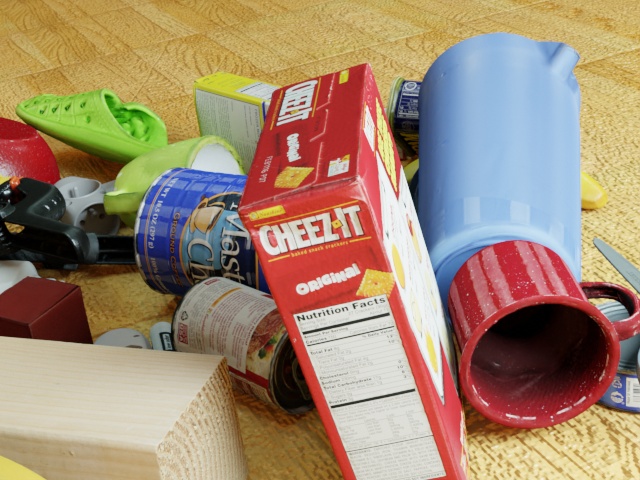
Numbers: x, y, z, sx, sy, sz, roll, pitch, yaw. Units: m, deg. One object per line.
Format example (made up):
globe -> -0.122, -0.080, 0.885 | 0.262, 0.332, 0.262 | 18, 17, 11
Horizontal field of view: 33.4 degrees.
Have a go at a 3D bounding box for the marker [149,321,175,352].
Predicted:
marker -> -0.103, 0.093, 0.736 | 0.020, 0.020, 0.121 | -12, 28, -9

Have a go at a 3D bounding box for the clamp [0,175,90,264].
clamp -> -0.255, -0.003, 0.813 | 0.164, 0.036, 0.210 | -19, 22, -5

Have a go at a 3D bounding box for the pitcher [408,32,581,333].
pitcher -> 0.126, -0.034, 0.799 | 0.145, 0.149, 0.242 | 0, 39, 10

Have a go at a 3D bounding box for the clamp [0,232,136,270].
clamp -> -0.216, 0.006, 0.882 | 0.172, 0.039, 0.120 | -1, -8, 19

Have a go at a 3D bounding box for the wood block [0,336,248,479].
wood block -> -0.158, 0.119, 0.624 | 0.206, 0.090, 0.090 | 2, 28, 20

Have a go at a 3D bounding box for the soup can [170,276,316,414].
soup can -> -0.044, 0.068, 0.717 | 0.102, 0.068, 0.068 | 17, 36, 41

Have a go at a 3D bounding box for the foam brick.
foam brick -> -0.193, 0.072, 0.738 | 0.051, 0.078, 0.052 | 11, 32, 29

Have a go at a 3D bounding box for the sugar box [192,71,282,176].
sugar box -> -0.049, -0.101, 1.023 | 0.176, 0.093, 0.048 | 20, 38, 41

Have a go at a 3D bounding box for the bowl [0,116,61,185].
bowl -> -0.327, -0.086, 1.048 | 0.162, 0.055, 0.162 | 12, 17, -4

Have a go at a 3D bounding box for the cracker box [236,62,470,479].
cracker box -> 0.025, 0.030, 0.610 | 0.072, 0.213, 0.164 | -15, 26, 11

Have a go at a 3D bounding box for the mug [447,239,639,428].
mug -> 0.134, 0.049, 0.642 | 0.117, 0.093, 0.081 | -15, 28, 4

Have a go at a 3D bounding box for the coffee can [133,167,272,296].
coffee can -> -0.055, 0.001, 0.812 | 0.140, 0.103, 0.102 | 8, 31, 29
